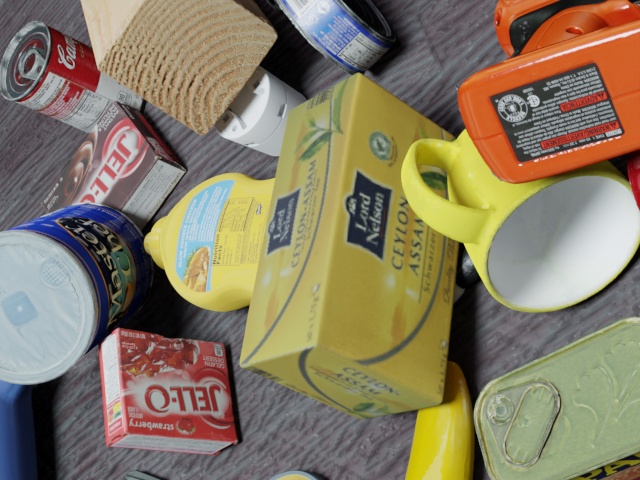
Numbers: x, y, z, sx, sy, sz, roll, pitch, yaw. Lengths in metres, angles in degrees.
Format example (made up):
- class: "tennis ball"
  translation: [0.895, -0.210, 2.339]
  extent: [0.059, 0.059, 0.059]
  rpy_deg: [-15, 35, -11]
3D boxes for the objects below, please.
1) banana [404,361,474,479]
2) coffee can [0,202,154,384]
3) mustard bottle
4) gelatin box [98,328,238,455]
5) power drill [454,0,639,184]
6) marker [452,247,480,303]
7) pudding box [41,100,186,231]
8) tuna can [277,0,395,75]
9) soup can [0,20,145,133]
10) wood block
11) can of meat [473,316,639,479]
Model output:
- class: "banana"
  translation: [0.044, 0.165, 0.589]
  extent: [0.070, 0.037, 0.198]
  rpy_deg: [31, 96, 44]
- class: "coffee can"
  translation: [-0.187, 0.033, 0.758]
  extent: [0.103, 0.140, 0.103]
  rpy_deg: [1, 100, 7]
- class: "mustard bottle"
  translation: [-0.054, 0.001, 0.727]
  extent: [0.192, 0.058, 0.096]
  rpy_deg: [-1, 73, 42]
- class: "gelatin box"
  translation: [-0.100, 0.101, 0.709]
  extent: [0.030, 0.089, 0.073]
  rpy_deg: [-36, 53, 40]
- class: "power drill"
  translation: [0.154, -0.104, 0.512]
  extent: [0.185, 0.057, 0.187]
  rpy_deg: [-18, 20, 34]
- class: "marker"
  translation: [0.059, 0.046, 0.633]
  extent: [0.121, 0.020, 0.020]
  rpy_deg: [-48, 48, 18]
- class: "pudding box"
  translation: [-0.169, -0.043, 0.863]
  extent: [0.113, 0.039, 0.090]
  rpy_deg: [-53, 47, 14]
- class: "tuna can"
  translation: [0.010, -0.151, 0.707]
  extent: [0.034, 0.086, 0.086]
  rpy_deg: [-42, 50, 21]
- class: "soup can"
  translation: [-0.204, -0.130, 0.885]
  extent: [0.069, 0.102, 0.068]
  rpy_deg: [-17, 63, 38]
- class: "wood block"
  translation: [-0.112, -0.171, 0.784]
  extent: [0.090, 0.090, 0.206]
  rpy_deg: [-52, 29, 14]
- class: "can of meat"
  translation: [0.138, 0.085, 0.499]
  extent: [0.102, 0.083, 0.057]
  rpy_deg: [-32, 55, 30]
